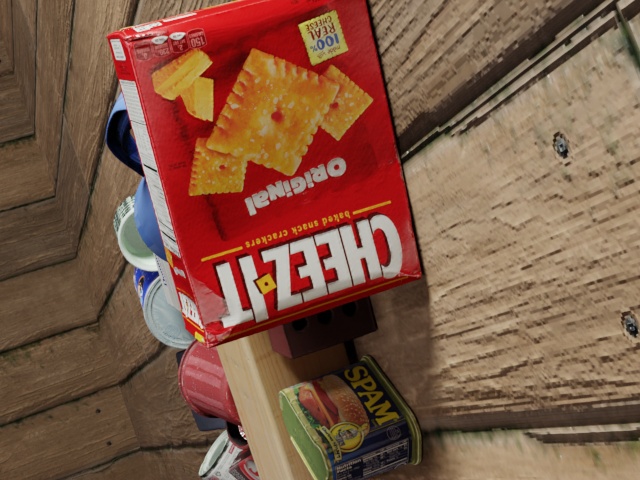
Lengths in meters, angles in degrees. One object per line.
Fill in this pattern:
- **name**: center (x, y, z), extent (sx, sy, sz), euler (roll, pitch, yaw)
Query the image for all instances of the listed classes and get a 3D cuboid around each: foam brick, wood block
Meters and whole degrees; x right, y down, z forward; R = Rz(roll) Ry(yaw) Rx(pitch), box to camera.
- **foam brick**: center (-0.003, 0.059, 0.878), extent (0.051, 0.078, 0.053), euler (-167, 61, -71)
- **wood block**: center (-0.026, 0.129, 0.964), extent (0.090, 0.090, 0.206), euler (16, 125, 62)

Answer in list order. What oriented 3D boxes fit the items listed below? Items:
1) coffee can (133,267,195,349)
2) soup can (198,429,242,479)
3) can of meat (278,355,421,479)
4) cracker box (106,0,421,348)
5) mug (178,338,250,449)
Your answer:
- **coffee can**: center (-0.172, 0.062, 1.311), extent (0.140, 0.102, 0.103), euler (-136, 32, -70)
- **soup can**: center (-0.085, 0.278, 1.265), extent (0.102, 0.068, 0.069), euler (35, 165, -10)
- **can of meat**: center (0.022, 0.152, 0.881), extent (0.102, 0.083, 0.057), euler (-127, 26, -46)
- **cracker box**: center (-0.034, -0.055, 0.720), extent (0.072, 0.164, 0.214), euler (-153, 48, -69)
- **mug**: center (-0.078, 0.148, 1.041), extent (0.082, 0.093, 0.117), euler (8, 102, 55)
